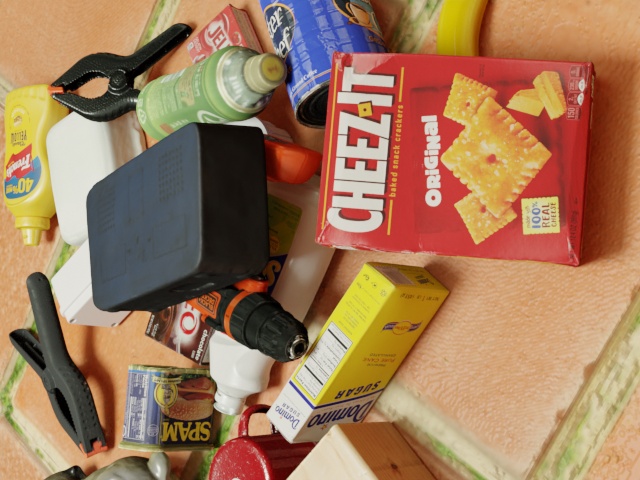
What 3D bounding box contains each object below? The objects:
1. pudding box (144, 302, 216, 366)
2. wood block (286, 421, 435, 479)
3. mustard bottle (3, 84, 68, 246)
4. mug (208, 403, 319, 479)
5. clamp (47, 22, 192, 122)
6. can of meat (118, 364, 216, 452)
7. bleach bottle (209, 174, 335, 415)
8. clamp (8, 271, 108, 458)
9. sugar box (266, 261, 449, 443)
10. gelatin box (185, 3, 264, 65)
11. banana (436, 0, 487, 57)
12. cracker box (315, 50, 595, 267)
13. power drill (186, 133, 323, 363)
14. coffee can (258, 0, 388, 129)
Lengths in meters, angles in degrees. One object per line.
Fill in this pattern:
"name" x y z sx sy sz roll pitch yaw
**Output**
"pudding box" -0.129 0.064 1.121 0.090 0.039 0.113 22 98 38
"wood block" 0.070 0.261 0.908 0.090 0.090 0.206 -52 57 20
"mustard bottle" -0.349 -0.089 1.301 0.096 0.058 0.191 -5 82 39
"mug" -0.053 0.214 1.016 0.093 0.081 0.117 -14 76 36
"clamp" -0.212 -0.164 1.177 0.171 0.039 0.120 -17 72 5
"can of meat" -0.153 0.171 1.090 0.058 0.101 0.084 -1 82 39
"bleach bottle" -0.049 0.056 1.045 0.103 0.067 0.251 28 104 42
"clamp" -0.298 0.147 1.219 0.210 0.036 0.165 55 146 22
"sugar box" 0.034 0.102 0.955 0.048 0.093 0.176 41 111 34
"gelatin box" -0.099 -0.194 1.133 0.073 0.030 0.089 -36 64 30
"banana" 0.135 -0.154 0.940 0.070 0.037 0.198 -6 81 39
"cracker box" 0.111 -0.067 0.876 0.214 0.072 0.164 5 88 12
"power drill" -0.056 0.001 0.969 0.185 0.057 0.188 26 104 47
"coffee can" 0.006 -0.191 1.005 0.103 0.102 0.140 -30 68 32
